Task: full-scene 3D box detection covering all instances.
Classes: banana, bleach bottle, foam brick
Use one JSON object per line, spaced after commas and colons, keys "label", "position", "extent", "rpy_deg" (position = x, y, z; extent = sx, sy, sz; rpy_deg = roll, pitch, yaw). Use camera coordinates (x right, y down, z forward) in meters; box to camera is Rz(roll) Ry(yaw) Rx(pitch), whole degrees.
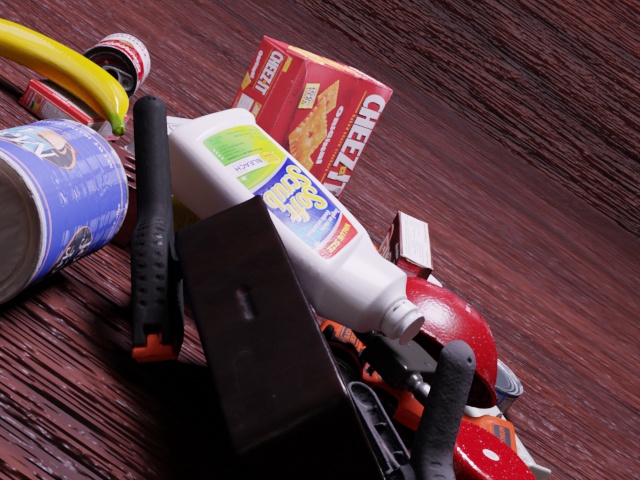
{"label": "banana", "position": [-0.255, -0.166, 1.005], "extent": [0.198, 0.037, 0.069], "rpy_deg": [31, 17, 0]}
{"label": "bleach bottle", "position": [-0.014, -0.008, 0.845], "extent": [0.251, 0.068, 0.102], "rpy_deg": [39, 39, 25]}
{"label": "foam brick", "position": [-0.171, -0.040, 0.891], "extent": [0.053, 0.051, 0.078], "rpy_deg": [29, 17, -16]}

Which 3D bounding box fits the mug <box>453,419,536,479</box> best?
{"label": "mug", "position": [0.105, 0.186, 0.736], "extent": [0.117, 0.081, 0.093], "rpy_deg": [41, 18, 22]}

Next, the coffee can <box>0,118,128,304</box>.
{"label": "coffee can", "position": [-0.198, -0.022, 0.696], "extent": [0.103, 0.103, 0.140], "rpy_deg": [35, 16, 2]}

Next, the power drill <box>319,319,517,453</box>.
{"label": "power drill", "position": [0.065, 0.137, 0.840], "extent": [0.187, 0.057, 0.184], "rpy_deg": [34, 16, -1]}

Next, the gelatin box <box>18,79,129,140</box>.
{"label": "gelatin box", "position": [-0.239, -0.127, 1.043], "extent": [0.073, 0.030, 0.089], "rpy_deg": [36, 17, 8]}

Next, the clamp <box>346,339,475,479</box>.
{"label": "clamp", "position": [0.065, 0.149, 0.680], "extent": [0.039, 0.120, 0.171], "rpy_deg": [8, 56, -30]}

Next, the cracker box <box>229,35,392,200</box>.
{"label": "cracker box", "position": [-0.020, -0.130, 1.227], "extent": [0.072, 0.164, 0.213], "rpy_deg": [34, 14, 27]}

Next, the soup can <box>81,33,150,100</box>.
{"label": "soup can", "position": [-0.227, -0.188, 1.172], "extent": [0.068, 0.068, 0.102], "rpy_deg": [32, 16, -10]}

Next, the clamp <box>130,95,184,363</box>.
{"label": "clamp", "position": [-0.117, 0.003, 0.767], "extent": [0.036, 0.164, 0.210], "rpy_deg": [-6, 31, -1]}

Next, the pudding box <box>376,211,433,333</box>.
{"label": "pudding box", "position": [0.072, 0.034, 1.033], "extent": [0.039, 0.090, 0.113], "rpy_deg": [21, 22, -8]}

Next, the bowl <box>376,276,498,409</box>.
{"label": "bowl", "position": [0.095, 0.080, 0.930], "extent": [0.162, 0.055, 0.162], "rpy_deg": [32, -17, 10]}

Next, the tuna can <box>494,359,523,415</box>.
{"label": "tuna can", "position": [0.157, 0.137, 1.063], "extent": [0.086, 0.034, 0.086], "rpy_deg": [32, 17, -11]}
